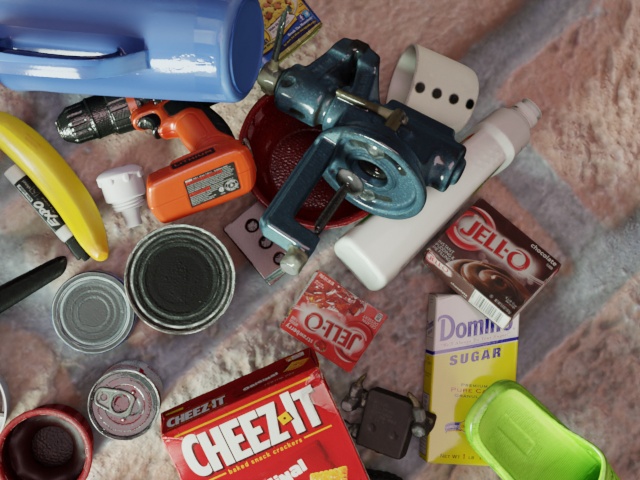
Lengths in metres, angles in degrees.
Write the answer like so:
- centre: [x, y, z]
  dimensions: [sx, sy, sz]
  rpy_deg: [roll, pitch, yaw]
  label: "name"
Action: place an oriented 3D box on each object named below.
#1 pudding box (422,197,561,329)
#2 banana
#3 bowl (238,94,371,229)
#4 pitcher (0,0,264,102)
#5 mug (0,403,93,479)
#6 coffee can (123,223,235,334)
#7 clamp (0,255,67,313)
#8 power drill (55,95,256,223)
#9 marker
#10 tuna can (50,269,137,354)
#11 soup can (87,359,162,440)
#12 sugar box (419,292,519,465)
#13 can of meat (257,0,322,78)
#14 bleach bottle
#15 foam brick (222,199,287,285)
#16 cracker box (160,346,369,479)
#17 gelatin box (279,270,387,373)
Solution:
- centre: [0.176, 0.023, 1.102]
  dimensions: [0.113, 0.039, 0.090]
  rpy_deg: [42, 65, 12]
  label: "pudding box"
- centre: [-0.276, -0.062, 1.069]
  dimensions: [0.037, 0.069, 0.197]
  rpy_deg: [-37, 102, 27]
  label: "banana"
- centre: [-0.006, -0.082, 1.091]
  dimensions: [0.162, 0.055, 0.162]
  rpy_deg: [2, 74, -8]
  label: "bowl"
- centre: [-0.185, -0.190, 1.000]
  dimensions: [0.243, 0.145, 0.149]
  rpy_deg: [8, 75, 15]
  label: "pitcher"
- centre: [-0.275, 0.218, 1.058]
  dimensions: [0.093, 0.081, 0.117]
  rpy_deg: [28, 87, -5]
  label: "mug"
- centre: [-0.136, 0.035, 1.044]
  dimensions: [0.102, 0.140, 0.103]
  rpy_deg: [0, 90, -7]
  label: "coffee can"
- centre: [-0.339, 0.068, 1.025]
  dimensions: [0.164, 0.036, 0.210]
  rpy_deg: [27, 69, -35]
  label: "clamp"
- centre: [-0.154, -0.101, 1.033]
  dimensions: [0.184, 0.057, 0.188]
  rpy_deg: [-23, 48, -7]
  label: "power drill"
- centre: [-0.277, -0.027, 1.091]
  dimensions: [0.020, 0.020, 0.121]
  rpy_deg: [-40, 94, -5]
  label: "marker"
- centre: [-0.230, 0.073, 1.088]
  dimensions: [0.086, 0.034, 0.086]
  rpy_deg: [0, 90, -6]
  label: "tuna can"
- centre: [-0.191, 0.156, 1.057]
  dimensions: [0.068, 0.102, 0.068]
  rpy_deg: [0, 90, -6]
  label: "soup can"
- centre: [0.157, 0.145, 1.123]
  dimensions: [0.093, 0.048, 0.176]
  rpy_deg: [3, 91, -6]
  label: "sugar box"
- centre: [-0.060, -0.221, 1.090]
  dimensions: [0.102, 0.058, 0.084]
  rpy_deg: [-42, 96, -19]
  label: "can of meat"
- centre: [0.129, -0.055, 1.104]
  dimensions: [0.250, 0.103, 0.068]
  rpy_deg: [-42, 89, -11]
  label: "bleach bottle"
- centre: [-0.057, 0.001, 1.098]
  dimensions: [0.053, 0.051, 0.078]
  rpy_deg: [-41, 94, -4]
  label: "foam brick"
- centre: [-0.038, 0.236, 1.033]
  dimensions: [0.164, 0.072, 0.213]
  rpy_deg: [-24, 103, -3]
  label: "cracker box"
- centre: [0.014, 0.085, 1.115]
  dimensions: [0.089, 0.030, 0.073]
  rpy_deg: [34, 87, -5]
  label: "gelatin box"
